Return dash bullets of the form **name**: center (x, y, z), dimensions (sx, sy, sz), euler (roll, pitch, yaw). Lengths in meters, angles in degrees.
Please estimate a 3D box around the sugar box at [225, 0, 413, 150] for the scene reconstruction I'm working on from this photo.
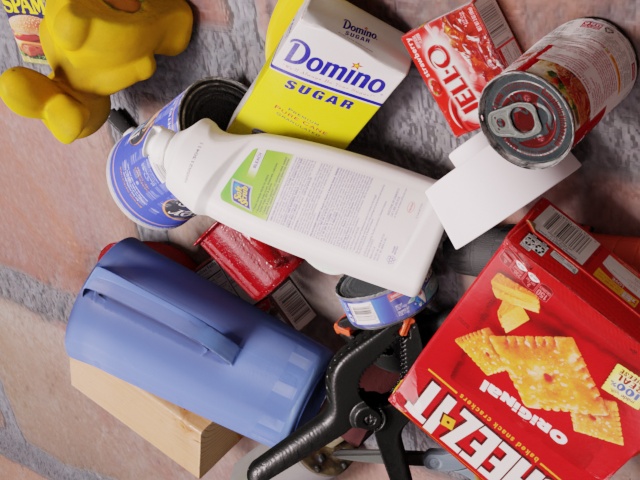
- **sugar box**: center (-0.005, -0.118, 0.864), dimensions (0.093, 0.048, 0.176), euler (27, 146, -11)

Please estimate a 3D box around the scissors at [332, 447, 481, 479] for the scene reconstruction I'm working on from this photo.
- **scissors**: center (0.116, 0.187, 0.976), dimensions (0.202, 0.016, 0.096), euler (14, 119, 6)

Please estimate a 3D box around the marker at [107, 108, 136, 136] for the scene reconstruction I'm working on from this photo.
- **marker**: center (-0.176, -0.088, 1.094), dimensions (0.121, 0.020, 0.020), euler (49, 141, 2)

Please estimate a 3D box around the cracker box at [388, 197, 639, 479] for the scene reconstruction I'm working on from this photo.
- **cracker box**: center (0.165, 0.099, 0.788), dimensions (0.164, 0.072, 0.214), euler (40, 136, 12)

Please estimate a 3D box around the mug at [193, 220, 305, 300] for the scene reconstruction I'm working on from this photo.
- **mug**: center (-0.056, 0.001, 0.986), dimensions (0.081, 0.093, 0.117), euler (47, 174, -3)

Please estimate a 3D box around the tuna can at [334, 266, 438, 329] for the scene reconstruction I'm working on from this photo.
- **tuna can**: center (0.058, 0.041, 0.920), dimensions (0.086, 0.086, 0.034), euler (-5, 117, 45)

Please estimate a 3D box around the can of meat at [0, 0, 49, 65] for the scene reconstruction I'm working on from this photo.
- **can of meat**: center (-0.264, -0.221, 1.047), dimensions (0.102, 0.057, 0.084), euler (13, 130, 38)

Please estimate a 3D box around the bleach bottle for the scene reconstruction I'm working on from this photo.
- **bleach bottle**: center (-0.021, -0.044, 0.863), dimensions (0.251, 0.102, 0.068), euler (22, 172, 7)

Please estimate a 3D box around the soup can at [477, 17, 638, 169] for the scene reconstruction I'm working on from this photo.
- **soup can**: center (0.158, -0.099, 0.705), dimensions (0.069, 0.102, 0.068), euler (24, 134, 28)

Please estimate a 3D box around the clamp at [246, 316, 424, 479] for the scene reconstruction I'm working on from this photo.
- **clamp**: center (0.030, 0.153, 0.944), dimensions (0.164, 0.036, 0.210), euler (10, 109, -10)

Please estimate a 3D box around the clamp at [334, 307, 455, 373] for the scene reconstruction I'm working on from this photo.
- **clamp**: center (0.091, 0.102, 0.974), dimensions (0.172, 0.039, 0.120), euler (7, 119, 43)

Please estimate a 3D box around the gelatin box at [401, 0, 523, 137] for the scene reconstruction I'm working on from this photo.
- **gelatin box**: center (0.111, -0.127, 0.784), dimensions (0.073, 0.030, 0.089), euler (-17, 107, 49)

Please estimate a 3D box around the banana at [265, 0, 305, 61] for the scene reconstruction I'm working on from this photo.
- **banana**: center (0.002, -0.183, 0.839), dimensions (0.198, 0.037, 0.069), euler (-28, 99, 50)

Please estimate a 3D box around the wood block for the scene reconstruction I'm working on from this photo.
- **wood block**: center (-0.190, 0.170, 1.250), dimensions (0.206, 0.090, 0.091), euler (30, 136, 22)

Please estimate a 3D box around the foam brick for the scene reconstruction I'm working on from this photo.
- **foam brick**: center (0.045, 0.150, 1.023), dimensions (0.051, 0.078, 0.053), euler (40, 139, 15)

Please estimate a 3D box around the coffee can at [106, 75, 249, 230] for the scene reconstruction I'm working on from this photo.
- **coffee can**: center (-0.121, -0.078, 0.985), dimensions (0.141, 0.102, 0.103), euler (-25, 101, 50)

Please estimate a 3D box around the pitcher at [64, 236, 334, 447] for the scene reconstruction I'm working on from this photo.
- **pitcher**: center (-0.114, 0.101, 1.020), dimensions (0.243, 0.149, 0.145), euler (25, 118, 12)

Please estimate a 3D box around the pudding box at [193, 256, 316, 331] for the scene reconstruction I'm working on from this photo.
- **pudding box**: center (-0.070, 0.055, 1.089), dimensions (0.113, 0.039, 0.090), euler (55, 140, -2)
